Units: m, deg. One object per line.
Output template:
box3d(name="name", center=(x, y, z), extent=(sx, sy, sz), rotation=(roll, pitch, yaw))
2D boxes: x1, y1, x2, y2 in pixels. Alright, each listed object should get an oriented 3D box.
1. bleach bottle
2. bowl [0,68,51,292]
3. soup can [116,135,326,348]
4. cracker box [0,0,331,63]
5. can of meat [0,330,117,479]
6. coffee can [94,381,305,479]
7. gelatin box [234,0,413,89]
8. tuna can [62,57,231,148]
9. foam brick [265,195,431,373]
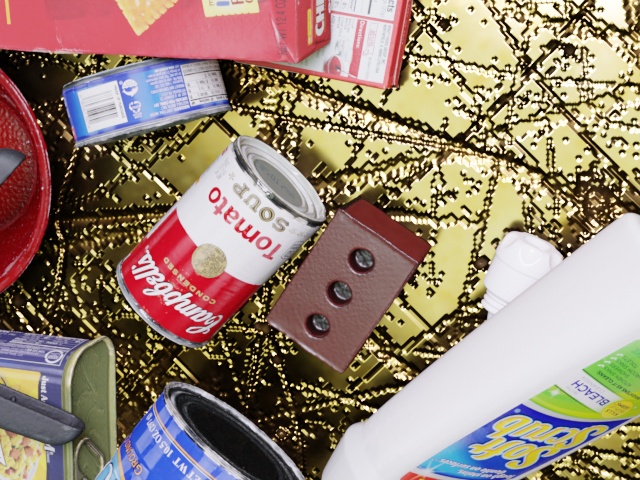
box3d(name="bleach bottle", center=(0.094, 0.092, 0.563), extent=(0.102, 0.068, 0.251), rotation=(28, 123, -37))
box3d(name="bowl", center=(-0.220, -0.042, 0.626), extent=(0.162, 0.055, 0.162), rotation=(3, 102, 14))
box3d(name="soup can", center=(-0.054, 0.001, 0.586), extent=(0.068, 0.068, 0.102), rotation=(45, 107, 2))
box3d(name="cracker box", center=(-0.104, -0.176, 0.520), extent=(0.214, 0.072, 0.164), rotation=(6, 111, 14))
box3d(name="can of meat", center=(-0.174, 0.106, 0.645), extent=(0.084, 0.057, 0.102), rotation=(5, 103, 15))
box3d(name="coffee can", center=(-0.088, 0.165, 0.595), extent=(0.103, 0.103, 0.140), rotation=(39, 94, 4))
box3d(name="gelatin box", center=(0.004, -0.124, 0.565), extent=(0.089, 0.030, 0.073), rotation=(12, 103, 12))
box3d(name="tuna can", center=(-0.093, -0.075, 0.571), extent=(0.086, 0.086, 0.034), rotation=(-12, 97, 16))
box3d(name="foam brick", center=(0.016, 0.023, 0.581), extent=(0.053, 0.051, 0.078), rotation=(35, 108, 6))
